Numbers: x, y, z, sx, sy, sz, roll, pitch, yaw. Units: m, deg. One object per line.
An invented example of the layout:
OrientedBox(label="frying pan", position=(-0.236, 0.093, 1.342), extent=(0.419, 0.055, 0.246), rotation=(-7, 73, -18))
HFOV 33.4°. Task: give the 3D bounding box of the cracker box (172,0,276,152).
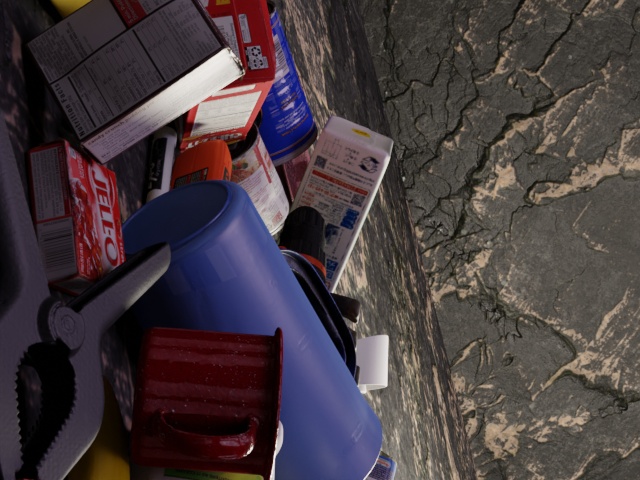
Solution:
OrientedBox(label="cracker box", position=(-0.094, -0.175, 0.868), extent=(0.214, 0.072, 0.164), rotation=(145, -66, -78))

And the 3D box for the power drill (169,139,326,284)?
OrientedBox(label="power drill", position=(-0.056, 0.001, 0.918), extent=(0.187, 0.057, 0.184), rotation=(48, 34, -37))

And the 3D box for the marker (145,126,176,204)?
OrientedBox(label="marker", position=(-0.129, -0.047, 0.857), extent=(0.121, 0.020, 0.020), rotation=(-92, 164, -46))

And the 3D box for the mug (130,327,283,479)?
OrientedBox(label="mug", position=(-0.066, 0.097, 0.618), extent=(0.117, 0.081, 0.093), rotation=(-105, -159, -74))

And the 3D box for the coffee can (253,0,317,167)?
OrientedBox(label="coffee can", position=(-0.071, -0.153, 1.057), extent=(0.102, 0.103, 0.140), rotation=(-85, 159, -57))

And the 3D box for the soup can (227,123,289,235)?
OrientedBox(label="soup can", position=(-0.075, -0.056, 1.016), extent=(0.068, 0.068, 0.102), rotation=(-91, 164, -47))

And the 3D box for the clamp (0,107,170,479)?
OrientedBox(label="clamp", position=(-0.151, 0.038, 0.557), extent=(0.164, 0.036, 0.210), rotation=(49, 36, -38))

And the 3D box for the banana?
OrientedBox(label="banana", position=(-0.129, 0.152, 0.570), extent=(0.197, 0.037, 0.069), rotation=(-83, 159, -62))

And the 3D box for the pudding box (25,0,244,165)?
OrientedBox(label="pudding box", position=(-0.119, -0.115, 0.678), extent=(0.090, 0.113, 0.039), rotation=(58, 3, 23))

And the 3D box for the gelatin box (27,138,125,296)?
OrientedBox(label="gelatin box", position=(-0.151, -0.011, 0.671), extent=(0.073, 0.030, 0.089), rotation=(44, 35, -71))

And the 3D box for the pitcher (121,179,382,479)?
OrientedBox(label="pitcher", position=(-0.052, 0.074, 0.793), extent=(0.243, 0.145, 0.149), rotation=(65, -3, -28))
